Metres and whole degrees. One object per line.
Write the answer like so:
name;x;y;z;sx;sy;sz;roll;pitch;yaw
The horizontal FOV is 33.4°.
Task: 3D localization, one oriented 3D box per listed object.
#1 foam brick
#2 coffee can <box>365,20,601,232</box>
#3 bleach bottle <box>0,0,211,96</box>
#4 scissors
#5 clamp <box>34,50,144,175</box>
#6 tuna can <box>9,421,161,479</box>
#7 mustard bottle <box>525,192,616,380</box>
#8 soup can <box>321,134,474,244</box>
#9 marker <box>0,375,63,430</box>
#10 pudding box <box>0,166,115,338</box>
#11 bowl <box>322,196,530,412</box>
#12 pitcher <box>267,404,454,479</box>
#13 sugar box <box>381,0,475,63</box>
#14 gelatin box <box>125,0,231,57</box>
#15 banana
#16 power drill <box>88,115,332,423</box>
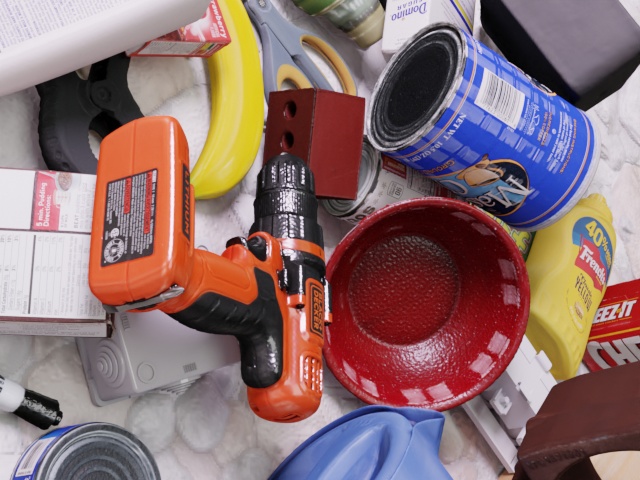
foam brick;-0.005;-0.069;0.772;0.051;0.053;0.078;5;90;-40
coffee can;0.119;-0.080;0.777;0.140;0.103;0.102;27;60;-29
bleach bottle;-0.191;-0.132;0.600;0.250;0.068;0.102;-26;85;-22
scissors;-0.049;-0.158;0.800;0.201;0.016;0.096;40;54;-25
clamp;-0.156;-0.092;0.670;0.120;0.039;0.171;0;72;-39
tuna can;-0.134;0.148;0.615;0.086;0.034;0.086;14;67;-38
mustard bottle;0.221;0.025;0.949;0.096;0.058;0.191;56;46;-28
soup can;0.059;-0.034;0.820;0.102;0.069;0.068;21;63;-35
marker;-0.196;0.076;0.593;0.121;0.020;0.020;33;57;-29
pudding box;-0.169;0.006;0.596;0.113;0.039;0.090;3;73;-8
bowl;0.069;0.043;0.783;0.162;0.055;0.162;-2;102;-11
pitcher;0.062;0.242;0.696;0.242;0.149;0.144;52;37;-15
sugar box;0.092;-0.205;0.860;0.093;0.048;0.176;40;55;-54
gelatin box;-0.106;-0.167;0.707;0.073;0.030;0.089;-10;78;-49
banana;-0.071;-0.111;0.751;0.069;0.037;0.198;16;66;-38
power drill;-0.054;0.001;0.635;0.187;0.057;0.184;36;44;-51
